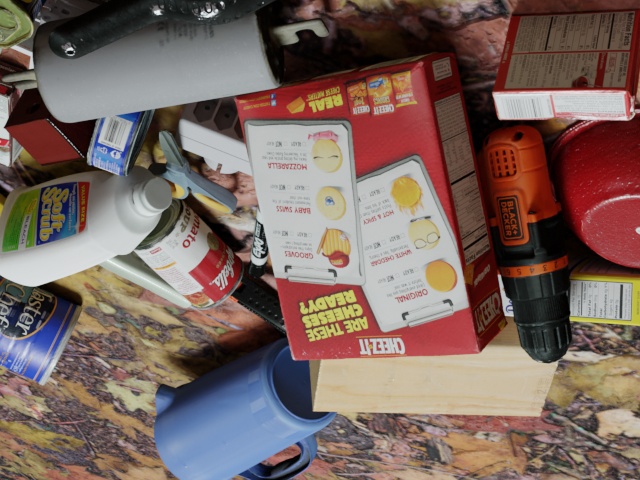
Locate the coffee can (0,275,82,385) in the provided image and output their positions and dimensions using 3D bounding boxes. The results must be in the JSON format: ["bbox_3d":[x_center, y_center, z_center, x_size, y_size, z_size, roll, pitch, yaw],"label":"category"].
[{"bbox_3d":[-0.365,0.094,1.250,0.140,0.102,0.103,27,147,-12],"label":"coffee can"}]

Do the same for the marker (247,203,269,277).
[{"bbox_3d":[-0.057,0.001,1.032,0.020,0.020,0.121,18,147,2],"label":"marker"}]

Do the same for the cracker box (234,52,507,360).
[{"bbox_3d":[0.039,-0.022,0.805,0.164,0.072,0.214,-6,103,33],"label":"cracker box"}]

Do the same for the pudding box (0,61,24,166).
[{"bbox_3d":[-0.313,-0.123,0.962,0.090,0.039,0.114,22,145,-2],"label":"pudding box"}]

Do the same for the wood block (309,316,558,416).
[{"bbox_3d":[0.097,0.094,0.956,0.206,0.091,0.090,3,128,-6],"label":"wood block"}]

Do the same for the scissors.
[{"bbox_3d":[-0.106,-0.055,0.915,0.096,0.016,0.202,23,168,-12],"label":"scissors"}]

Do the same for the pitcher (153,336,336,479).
[{"bbox_3d":[-0.076,0.204,1.245,0.149,0.145,0.243,2,157,-37],"label":"pitcher"}]

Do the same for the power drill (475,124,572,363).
[{"bbox_3d":[0.107,0.009,0.853,0.188,0.057,0.184,-6,97,36],"label":"power drill"}]

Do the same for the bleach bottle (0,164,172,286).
[{"bbox_3d":[-0.215,-0.024,0.982,0.068,0.102,0.251,27,153,-34],"label":"bleach bottle"}]

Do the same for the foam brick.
[{"bbox_3d":[-0.217,-0.110,0.897,0.053,0.078,0.051,-7,139,31],"label":"foam brick"}]

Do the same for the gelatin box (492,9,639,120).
[{"bbox_3d":[0.164,-0.114,0.700,0.089,0.073,0.030,3,145,22],"label":"gelatin box"}]

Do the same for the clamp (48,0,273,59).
[{"bbox_3d":[-0.101,-0.184,0.730,0.171,0.120,0.039,-9,151,3],"label":"clamp"}]

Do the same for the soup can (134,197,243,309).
[{"bbox_3d":[-0.131,0.011,1.040,0.069,0.068,0.102,-9,137,36],"label":"soup can"}]

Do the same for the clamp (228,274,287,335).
[{"bbox_3d":[-0.008,0.102,1.115,0.210,0.036,0.164,34,173,-2],"label":"clamp"}]

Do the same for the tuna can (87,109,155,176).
[{"bbox_3d":[-0.161,-0.097,0.880,0.033,0.086,0.086,20,147,-5],"label":"tuna can"}]
